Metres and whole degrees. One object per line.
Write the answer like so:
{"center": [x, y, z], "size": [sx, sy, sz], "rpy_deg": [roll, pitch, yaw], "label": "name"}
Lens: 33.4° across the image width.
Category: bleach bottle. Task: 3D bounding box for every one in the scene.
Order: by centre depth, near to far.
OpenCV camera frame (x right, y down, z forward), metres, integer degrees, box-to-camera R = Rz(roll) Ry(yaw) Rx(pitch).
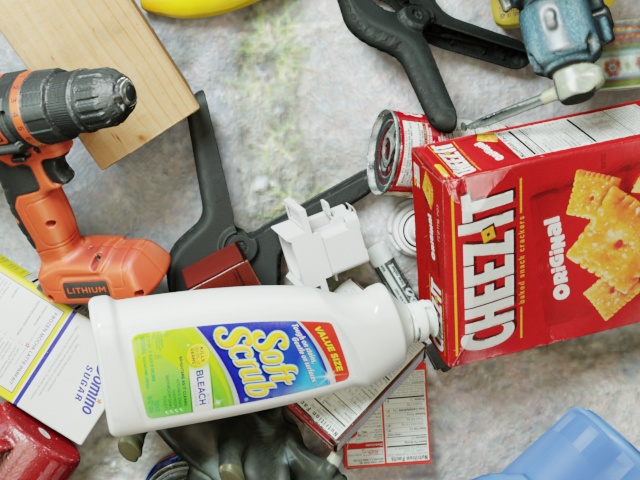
{"center": [-0.037, 0.072, 0.783], "size": [0.250, 0.068, 0.102], "rpy_deg": [-10, 106, -12], "label": "bleach bottle"}

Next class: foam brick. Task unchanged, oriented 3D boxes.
{"center": [-0.066, 0.051, 0.832], "size": [0.053, 0.051, 0.078], "rpy_deg": [-28, 109, -5], "label": "foam brick"}

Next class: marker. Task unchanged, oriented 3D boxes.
{"center": [0.075, 0.056, 0.886], "size": [0.020, 0.020, 0.121], "rpy_deg": [-31, 95, 1], "label": "marker"}

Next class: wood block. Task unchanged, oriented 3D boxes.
{"center": [-0.185, -0.169, 0.790], "size": [0.090, 0.091, 0.206], "rpy_deg": [-32, 117, 0], "label": "wood block"}

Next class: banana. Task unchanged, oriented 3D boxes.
{"center": [-0.050, -0.228, 0.855], "size": [0.198, 0.037, 0.070], "rpy_deg": [-38, 70, -1], "label": "banana"}

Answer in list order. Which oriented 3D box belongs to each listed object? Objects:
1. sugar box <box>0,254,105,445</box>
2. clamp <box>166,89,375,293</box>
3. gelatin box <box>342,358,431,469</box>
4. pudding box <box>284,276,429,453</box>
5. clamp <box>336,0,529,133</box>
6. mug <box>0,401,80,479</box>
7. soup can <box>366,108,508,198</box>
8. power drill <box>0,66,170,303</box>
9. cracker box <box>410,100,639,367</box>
{"center": [-0.241, 0.079, 0.866], "size": [0.176, 0.048, 0.093], "rpy_deg": [34, 92, -7], "label": "sugar box"}
{"center": [-0.056, 0.001, 0.869], "size": [0.164, 0.036, 0.210], "rpy_deg": [17, 97, -10], "label": "clamp"}
{"center": [0.052, 0.143, 0.887], "size": [0.073, 0.030, 0.089], "rpy_deg": [-4, 94, -3], "label": "gelatin box"}
{"center": [0.017, 0.097, 0.849], "size": [0.090, 0.039, 0.113], "rpy_deg": [42, 73, 14], "label": "pudding box"}
{"center": [0.083, -0.168, 0.845], "size": [0.120, 0.039, 0.171], "rpy_deg": [-30, 74, -36], "label": "clamp"}
{"center": [-0.250, 0.181, 0.841], "size": [0.093, 0.117, 0.081], "rpy_deg": [37, 87, 19], "label": "mug"}
{"center": [0.095, -0.064, 0.843], "size": [0.102, 0.069, 0.068], "rpy_deg": [5, 94, -16], "label": "soup can"}
{"center": [-0.182, -0.040, 0.780], "size": [0.185, 0.057, 0.187], "rpy_deg": [-3, 127, 29], "label": "power drill"}
{"center": [0.183, -0.006, 0.815], "size": [0.213, 0.072, 0.164], "rpy_deg": [-12, 119, -11], "label": "cracker box"}
